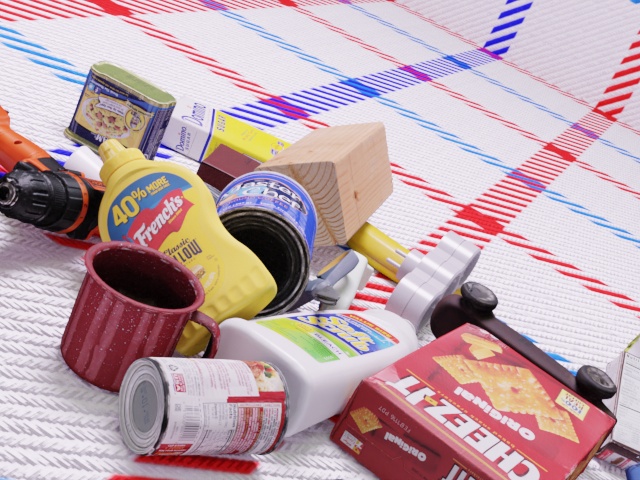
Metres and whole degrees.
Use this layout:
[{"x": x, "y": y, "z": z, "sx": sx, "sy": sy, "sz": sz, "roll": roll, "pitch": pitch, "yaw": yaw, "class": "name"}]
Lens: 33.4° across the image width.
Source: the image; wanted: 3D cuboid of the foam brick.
[{"x": -0.104, "y": -0.063, "z": 1.154, "sx": 0.053, "sy": 0.051, "sz": 0.078, "roll": 27, "pitch": 22, "yaw": 1, "class": "foam brick"}]

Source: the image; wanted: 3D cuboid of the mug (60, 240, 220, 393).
[{"x": -0.132, "y": 0.063, "z": 0.795, "sx": 0.117, "sy": 0.082, "sz": 0.093, "roll": 22, "pitch": 22, "yaw": -8, "class": "mug"}]

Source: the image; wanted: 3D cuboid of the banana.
[{"x": 0.088, "y": 0.020, "z": 1.195, "sx": 0.198, "sy": 0.037, "sz": 0.069, "roll": 36, "pitch": 26, "yaw": 25, "class": "banana"}]

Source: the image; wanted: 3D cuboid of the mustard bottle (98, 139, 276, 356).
[{"x": -0.125, "y": -0.007, "z": 0.872, "sx": 0.192, "sy": 0.096, "sz": 0.058, "roll": 53, "pitch": -2, "yaw": 17, "class": "mustard bottle"}]

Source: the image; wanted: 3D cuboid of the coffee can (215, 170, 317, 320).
[{"x": -0.056, "y": 0.001, "z": 0.971, "sx": 0.102, "sy": 0.103, "sz": 0.140, "roll": 24, "pitch": 15, "yaw": -5, "class": "coffee can"}]

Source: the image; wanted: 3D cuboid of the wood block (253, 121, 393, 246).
[{"x": 0.010, "y": -0.065, "z": 1.183, "sx": 0.090, "sy": 0.091, "sz": 0.205, "roll": -4, "pitch": 15, "yaw": 19, "class": "wood block"}]

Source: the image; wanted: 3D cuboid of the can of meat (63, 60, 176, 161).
[{"x": -0.214, "y": -0.134, "z": 1.150, "sx": 0.102, "sy": 0.084, "sz": 0.057, "roll": 28, "pitch": 22, "yaw": 7, "class": "can of meat"}]

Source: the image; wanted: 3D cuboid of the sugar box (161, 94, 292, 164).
[{"x": -0.103, "y": -0.113, "z": 1.275, "sx": 0.176, "sy": 0.048, "sz": 0.093, "roll": 27, "pitch": 22, "yaw": -1, "class": "sugar box"}]

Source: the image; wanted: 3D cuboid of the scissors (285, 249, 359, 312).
[{"x": 0.014, "y": 0.033, "z": 0.933, "sx": 0.016, "sy": 0.096, "sz": 0.202, "roll": 55, "pitch": -19, "yaw": -6, "class": "scissors"}]

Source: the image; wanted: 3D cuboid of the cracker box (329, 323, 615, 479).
[{"x": 0.134, "y": 0.157, "z": 0.890, "sx": 0.164, "sy": 0.072, "sz": 0.213, "roll": 35, "pitch": 24, "yaw": 22, "class": "cracker box"}]

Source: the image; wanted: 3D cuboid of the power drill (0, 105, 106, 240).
[{"x": -0.270, "y": -0.066, "z": 0.932, "sx": 0.188, "sy": 0.057, "sz": 0.184, "roll": 35, "pitch": 6, "yaw": 18, "class": "power drill"}]

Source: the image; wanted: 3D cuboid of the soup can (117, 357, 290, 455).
[{"x": -0.081, "y": 0.117, "z": 0.749, "sx": 0.102, "sy": 0.069, "sz": 0.069, "roll": 8, "pitch": 28, "yaw": -37, "class": "soup can"}]

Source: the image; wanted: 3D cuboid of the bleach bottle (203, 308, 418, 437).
[{"x": 0.010, "y": 0.095, "z": 0.911, "sx": 0.103, "sy": 0.068, "sz": 0.250, "roll": 31, "pitch": 19, "yaw": 23, "class": "bleach bottle"}]
